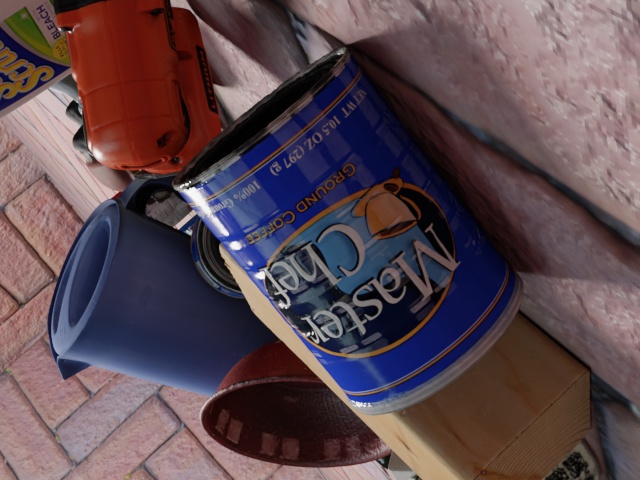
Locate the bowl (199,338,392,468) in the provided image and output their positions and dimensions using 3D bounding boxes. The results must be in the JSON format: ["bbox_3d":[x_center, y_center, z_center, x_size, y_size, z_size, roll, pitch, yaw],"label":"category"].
[{"bbox_3d":[-0.010,0.119,0.820,0.162,0.162,0.055,64,-156,-53],"label":"bowl"}]

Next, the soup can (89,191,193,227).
[{"bbox_3d":[-0.188,-0.034,1.152,0.068,0.102,0.068,46,169,12],"label":"soup can"}]

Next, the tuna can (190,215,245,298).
[{"bbox_3d":[-0.055,0.001,0.817,0.086,0.086,0.034,49,167,-3],"label":"tuna can"}]

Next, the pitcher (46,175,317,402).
[{"bbox_3d":[-0.090,0.058,0.889,0.242,0.145,0.149,22,138,-26],"label":"pitcher"}]

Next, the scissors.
[{"bbox_3d":[-0.205,-0.117,0.869,0.096,0.016,0.201,13,-155,-3],"label":"scissors"}]

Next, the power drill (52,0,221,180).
[{"bbox_3d":[-0.098,-0.115,0.562,0.187,0.057,0.184,70,-170,-83],"label":"power drill"}]

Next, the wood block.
[{"bbox_3d":[0.046,0.056,0.615,0.206,0.090,0.091,42,166,31],"label":"wood block"}]

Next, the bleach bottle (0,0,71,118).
[{"bbox_3d":[-0.228,-0.108,0.680,0.068,0.250,0.102,43,167,28],"label":"bleach bottle"}]

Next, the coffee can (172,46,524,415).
[{"bbox_3d":[0.014,-0.004,0.502,0.140,0.102,0.103,51,168,-13],"label":"coffee can"}]
